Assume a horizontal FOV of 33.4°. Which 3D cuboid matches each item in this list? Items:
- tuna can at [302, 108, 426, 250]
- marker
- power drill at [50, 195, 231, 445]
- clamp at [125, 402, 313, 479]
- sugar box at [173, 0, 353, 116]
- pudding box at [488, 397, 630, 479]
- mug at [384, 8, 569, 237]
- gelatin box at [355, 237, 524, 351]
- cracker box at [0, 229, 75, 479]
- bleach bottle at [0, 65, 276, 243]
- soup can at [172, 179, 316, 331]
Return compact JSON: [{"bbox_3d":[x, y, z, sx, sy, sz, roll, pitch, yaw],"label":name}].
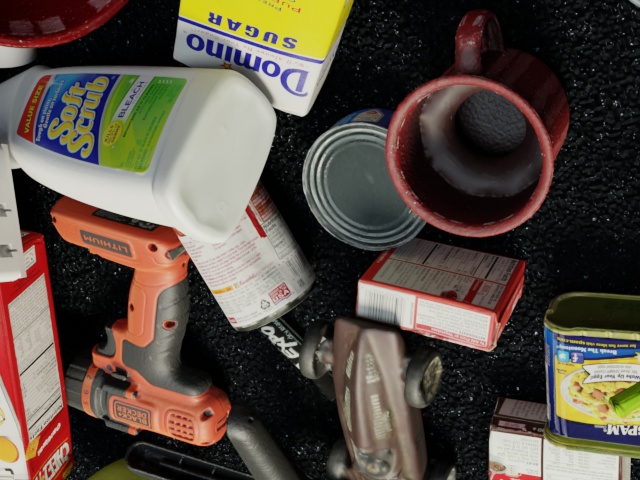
[{"bbox_3d":[0.034,-0.039,0.672,0.086,0.033,0.086,11,119,20],"label":"tuna can"},{"bbox_3d":[-0.025,0.070,0.765,0.121,0.020,0.020,44,125,-1],"label":"marker"},{"bbox_3d":[-0.153,0.056,0.798,0.185,0.057,0.188,12,121,19],"label":"power drill"},{"bbox_3d":[-0.024,0.184,0.770,0.210,0.036,0.165,32,146,-14],"label":"clamp"},{"bbox_3d":[-0.027,-0.145,0.589,0.093,0.048,0.176,25,149,1],"label":"sugar box"},{"bbox_3d":[0.160,0.166,0.716,0.090,0.039,0.113,5,119,22],"label":"pudding box"},{"bbox_3d":[0.091,-0.071,0.599,0.093,0.081,0.117,1,115,25],"label":"mug"},{"bbox_3d":[0.076,0.031,0.664,0.089,0.073,0.030,13,119,19],"label":"gelatin box"},{"bbox_3d":[-0.278,0.087,0.799,0.164,0.072,0.214,9,119,17],"label":"cracker box"},{"bbox_3d":[-0.150,-0.065,0.692,0.251,0.102,0.068,9,158,38],"label":"bleach bottle"},{"bbox_3d":[-0.055,0.001,0.714,0.069,0.068,0.102,-22,105,32],"label":"soup can"}]
